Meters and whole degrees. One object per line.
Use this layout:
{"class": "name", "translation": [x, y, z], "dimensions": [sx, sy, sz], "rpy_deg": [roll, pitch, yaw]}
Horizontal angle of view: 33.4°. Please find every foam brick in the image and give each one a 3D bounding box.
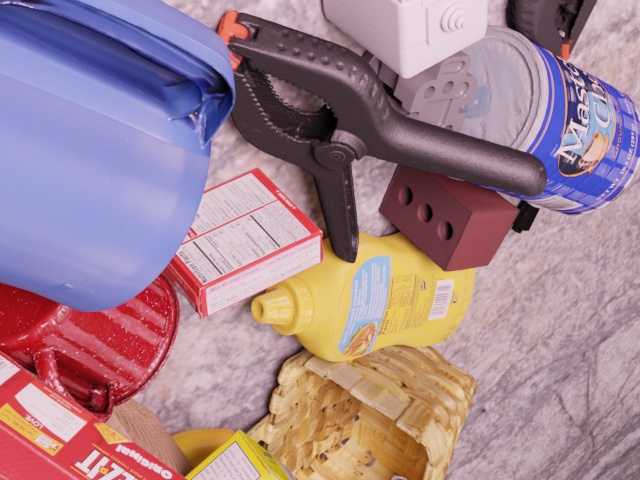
{"class": "foam brick", "translation": [0.092, -0.021, 0.771], "dimensions": [0.051, 0.078, 0.053], "rpy_deg": [-6, 129, -43]}

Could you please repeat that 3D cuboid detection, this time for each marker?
{"class": "marker", "translation": [0.192, -0.058, 0.883], "dimensions": [0.020, 0.020, 0.121], "rpy_deg": [2, 124, -45]}

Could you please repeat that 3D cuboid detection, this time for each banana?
{"class": "banana", "translation": [-0.143, 0.203, 0.776], "dimensions": [0.198, 0.069, 0.037], "rpy_deg": [-53, -179, -1]}

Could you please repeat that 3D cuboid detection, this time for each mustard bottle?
{"class": "mustard bottle", "translation": [0.030, 0.040, 0.785], "dimensions": [0.191, 0.058, 0.096], "rpy_deg": [-6, 117, -41]}

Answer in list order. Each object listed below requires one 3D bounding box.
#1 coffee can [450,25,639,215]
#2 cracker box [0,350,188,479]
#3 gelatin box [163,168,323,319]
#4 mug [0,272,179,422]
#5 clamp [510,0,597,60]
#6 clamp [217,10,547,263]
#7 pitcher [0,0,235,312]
{"class": "coffee can", "translation": [0.146, -0.079, 0.740], "dimensions": [0.140, 0.103, 0.103], "rpy_deg": [13, 116, -46]}
{"class": "cracker box", "translation": [-0.179, 0.168, 0.562], "dimensions": [0.214, 0.164, 0.072], "rpy_deg": [-60, 174, 32]}
{"class": "gelatin box", "translation": [-0.054, 0.001, 0.654], "dimensions": [0.089, 0.073, 0.030], "rpy_deg": [-26, 140, -24]}
{"class": "mug", "translation": [-0.138, 0.047, 0.589], "dimensions": [0.093, 0.117, 0.081], "rpy_deg": [-23, 143, 19]}
{"class": "clamp", "translation": [0.153, -0.184, 0.704], "dimensions": [0.120, 0.039, 0.171], "rpy_deg": [-25, 140, -23]}
{"class": "clamp", "translation": [0.024, -0.064, 0.632], "dimensions": [0.165, 0.036, 0.209], "rpy_deg": [-17, 137, 33]}
{"class": "pitcher", "translation": [-0.162, -0.064, 0.437], "dimensions": [0.242, 0.145, 0.149], "rpy_deg": [23, 95, -49]}
